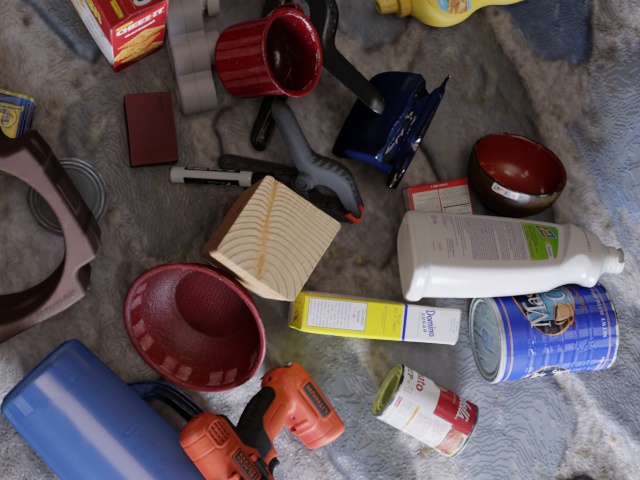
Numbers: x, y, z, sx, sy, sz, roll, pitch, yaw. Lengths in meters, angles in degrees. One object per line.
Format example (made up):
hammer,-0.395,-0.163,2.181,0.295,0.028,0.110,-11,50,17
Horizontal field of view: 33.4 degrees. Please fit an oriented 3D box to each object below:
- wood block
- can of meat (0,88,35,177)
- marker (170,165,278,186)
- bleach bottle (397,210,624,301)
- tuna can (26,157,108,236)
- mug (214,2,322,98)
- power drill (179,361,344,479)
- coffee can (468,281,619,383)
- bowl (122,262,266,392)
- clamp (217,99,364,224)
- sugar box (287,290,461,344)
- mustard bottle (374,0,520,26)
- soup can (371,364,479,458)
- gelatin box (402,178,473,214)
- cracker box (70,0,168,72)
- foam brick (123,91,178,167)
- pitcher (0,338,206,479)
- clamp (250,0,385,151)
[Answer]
wood block,-0.058,0.001,1.107,0.090,0.206,0.091,34,83,-7
can of meat,-0.359,-0.119,1.132,0.102,0.057,0.084,11,84,-10
marker,-0.105,-0.069,1.173,0.121,0.020,0.020,5,87,12
bleach bottle,0.215,0.022,1.180,0.250,0.068,0.102,4,51,-9
tuna can,-0.273,-0.046,1.156,0.086,0.034,0.086,0,88,-11
mug,-0.055,-0.205,1.137,0.093,0.082,0.117,39,61,-41
power drill,-0.045,0.227,1.119,0.057,0.187,0.184,-32,96,33
coffee can,0.252,0.103,1.213,0.140,0.103,0.103,-5,89,-11
bowl,-0.127,0.082,1.144,0.162,0.055,0.162,8,120,14
clamp,-0.028,-0.071,1.187,0.171,0.120,0.039,44,44,-20
sugar box,0.057,0.086,1.182,0.176,0.093,0.048,8,88,-10
mustard bottle,0.153,-0.300,1.233,0.191,0.058,0.096,-21,95,-11
soup can,0.118,0.192,1.202,0.102,0.068,0.068,30,83,-8
gelatin box,0.139,-0.023,1.234,0.073,0.030,0.089,-10,90,-12
cracker box,-0.222,-0.274,1.083,0.072,0.214,0.164,-31,93,-10
foam brick,-0.186,-0.120,1.167,0.053,0.051,0.078,-6,89,-12
pitcher,-0.207,0.216,1.120,0.145,0.149,0.243,-43,93,7
clamp,-0.009,-0.212,1.181,0.165,0.036,0.210,-7,82,26
